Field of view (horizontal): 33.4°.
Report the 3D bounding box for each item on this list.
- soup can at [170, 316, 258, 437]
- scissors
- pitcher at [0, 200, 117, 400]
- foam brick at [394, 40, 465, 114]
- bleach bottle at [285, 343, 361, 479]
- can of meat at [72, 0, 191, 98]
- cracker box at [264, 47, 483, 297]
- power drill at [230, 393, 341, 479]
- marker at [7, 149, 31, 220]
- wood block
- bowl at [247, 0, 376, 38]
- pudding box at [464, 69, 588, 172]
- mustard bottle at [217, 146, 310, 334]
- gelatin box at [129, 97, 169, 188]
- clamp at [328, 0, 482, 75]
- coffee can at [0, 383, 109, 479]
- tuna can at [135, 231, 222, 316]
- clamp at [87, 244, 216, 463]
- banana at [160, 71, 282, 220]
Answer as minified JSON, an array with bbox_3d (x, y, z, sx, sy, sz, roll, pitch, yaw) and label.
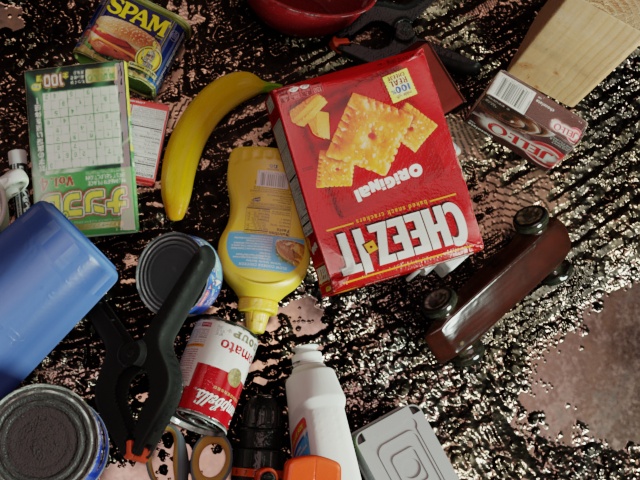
[{"bbox_3d":[-0.108,0.135,1.059,0.068,0.069,0.102,21,65,-3],"label":"soup can"},{"bbox_3d":[-0.121,0.277,1.058,0.096,0.016,0.202,-12,79,-10],"label":"scissors"},{"bbox_3d":[-0.318,0.072,1.002,0.145,0.149,0.242,42,80,18],"label":"pitcher"},{"bbox_3d":[0.110,-0.171,1.159,0.051,0.053,0.078,-34,103,0],"label":"foam brick"},{"bbox_3d":[0.004,0.229,1.053,0.068,0.103,0.251,-4,70,-18],"label":"bleach bottle"},{"bbox_3d":[-0.202,-0.211,1.141,0.102,0.057,0.084,26,78,0],"label":"can of meat"},{"bbox_3d":[0.053,-0.068,1.075,0.164,0.072,0.214,-16,85,-9],"label":"cracker box"},{"bbox_3d":[-0.038,0.234,0.992,0.057,0.188,0.184,6,79,-19],"label":"power drill"},{"bbox_3d":[-0.308,-0.035,1.104,0.020,0.020,0.121,-7,78,-9],"label":"marker"},{"bbox_3d":[0.285,-0.231,1.132,0.090,0.206,0.090,29,75,0],"label":"wood block"},{"bbox_3d":[-0.021,-0.268,1.158,0.162,0.055,0.162,11,42,-10],"label":"bowl"},{"bbox_3d":[0.222,-0.128,1.160,0.113,0.090,0.039,34,73,2],"label":"pudding box"},{"bbox_3d":[-0.057,0.001,1.109,0.096,0.058,0.191,7,76,-5],"label":"mustard bottle"},{"bbox_3d":[-0.203,-0.105,1.129,0.073,0.030,0.089,10,79,-5],"label":"gelatin box"},{"bbox_3d":[0.099,-0.224,1.194,0.171,0.039,0.120,-20,86,-5],"label":"clamp"},{"bbox_3d":[-0.253,0.191,0.996,0.102,0.140,0.103,2,77,-7],"label":"coffee can"},{"bbox_3d":[-0.143,0.036,1.083,0.086,0.033,0.086,-3,83,25],"label":"tuna can"},{"bbox_3d":[-0.167,0.105,1.030,0.165,0.036,0.210,-18,64,21],"label":"clamp"},{"bbox_3d":[-0.121,-0.114,1.139,0.069,0.037,0.197,36,75,3],"label":"banana"}]
